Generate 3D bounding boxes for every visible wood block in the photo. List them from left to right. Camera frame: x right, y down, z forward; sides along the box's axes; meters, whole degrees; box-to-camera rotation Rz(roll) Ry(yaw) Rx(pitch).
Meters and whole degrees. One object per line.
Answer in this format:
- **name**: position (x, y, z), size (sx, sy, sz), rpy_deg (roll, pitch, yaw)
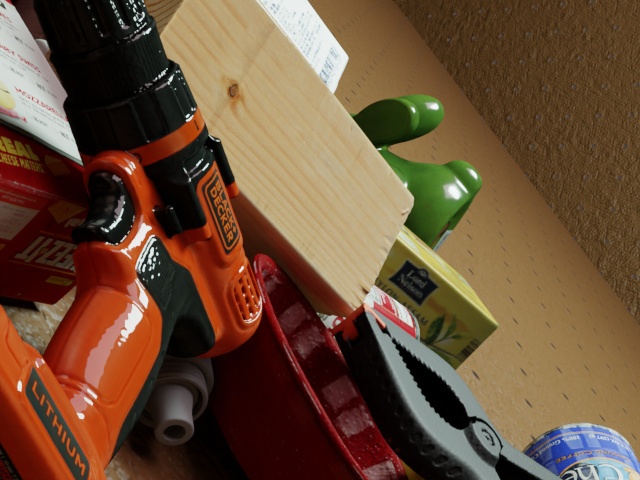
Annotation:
- **wood block**: position (-0.045, -0.053, 0.593), size (0.090, 0.090, 0.206), rpy_deg (6, -31, 43)

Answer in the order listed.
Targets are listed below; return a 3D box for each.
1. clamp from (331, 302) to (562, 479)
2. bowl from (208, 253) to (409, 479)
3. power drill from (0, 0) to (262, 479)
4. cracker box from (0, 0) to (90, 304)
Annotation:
- **clamp**: position (0.081, 0.125, 0.585), size (0.210, 0.036, 0.164), rpy_deg (47, 22, -4)
- **bowl**: position (-0.012, 0.089, 0.546), size (0.162, 0.055, 0.162), rpy_deg (58, 5, -9)
- **power drill**: position (-0.086, 0.005, 0.387), size (0.187, 0.057, 0.184), rpy_deg (-63, 139, -52)
- **cracker box**: position (-0.191, -0.080, 0.458), size (0.214, 0.072, 0.164), rpy_deg (55, 15, 23)
